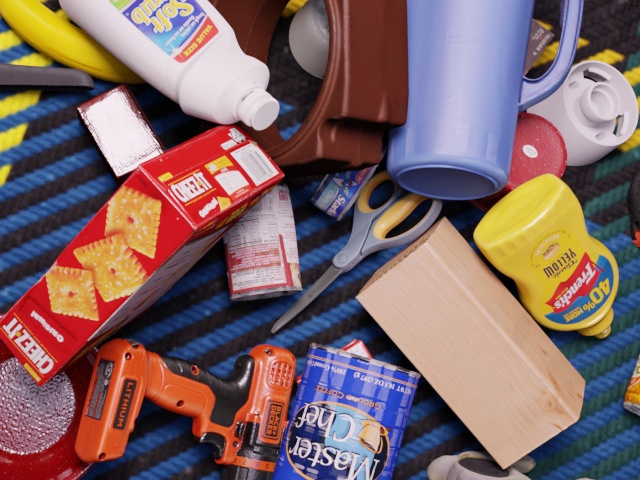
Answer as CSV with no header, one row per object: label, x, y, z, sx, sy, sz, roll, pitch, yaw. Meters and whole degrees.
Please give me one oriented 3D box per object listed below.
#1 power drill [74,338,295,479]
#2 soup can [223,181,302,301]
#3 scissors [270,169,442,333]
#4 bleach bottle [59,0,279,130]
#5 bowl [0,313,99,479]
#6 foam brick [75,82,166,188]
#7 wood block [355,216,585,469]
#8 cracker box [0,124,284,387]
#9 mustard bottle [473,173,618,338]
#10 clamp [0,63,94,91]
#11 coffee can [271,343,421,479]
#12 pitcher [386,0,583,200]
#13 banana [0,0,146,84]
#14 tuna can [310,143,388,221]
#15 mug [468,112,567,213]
power drill,-0.114,0.169,0.932,0.187,0.057,0.184,18,77,-33
soup can,-0.056,0.001,0.987,0.068,0.068,0.102,-6,83,-11
scissors,0.022,0.002,1.021,0.202,0.016,0.096,-33,49,9
bleach bottle,-0.121,-0.175,0.921,0.102,0.068,0.251,-34,57,-26
bowl,-0.261,0.145,0.938,0.162,0.055,0.162,1,82,-10
foam brick,-0.183,-0.096,0.987,0.051,0.053,0.078,-30,87,-13
wood block,0.141,0.092,0.983,0.091,0.090,0.206,-41,91,24
cracker box,-0.148,0.007,0.873,0.072,0.164,0.214,49,118,1
mustard bottle,0.228,0.031,1.010,0.096,0.058,0.191,-40,124,2
clamp,-0.336,-0.130,0.972,0.210,0.036,0.164,30,82,-2
coffee can,0.020,0.171,0.930,0.102,0.103,0.140,17,83,-7
pitcher,0.136,-0.164,0.963,0.144,0.149,0.243,18,72,-33
banana,-0.222,-0.189,1.004,0.197,0.037,0.069,17,55,-10
tuna can,0.027,-0.062,1.002,0.033,0.086,0.086,34,78,-3
mug,0.186,-0.064,1.032,0.093,0.081,0.117,7,81,-9
